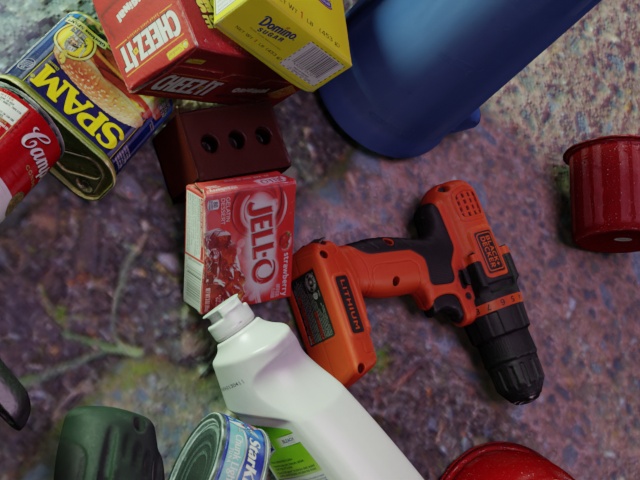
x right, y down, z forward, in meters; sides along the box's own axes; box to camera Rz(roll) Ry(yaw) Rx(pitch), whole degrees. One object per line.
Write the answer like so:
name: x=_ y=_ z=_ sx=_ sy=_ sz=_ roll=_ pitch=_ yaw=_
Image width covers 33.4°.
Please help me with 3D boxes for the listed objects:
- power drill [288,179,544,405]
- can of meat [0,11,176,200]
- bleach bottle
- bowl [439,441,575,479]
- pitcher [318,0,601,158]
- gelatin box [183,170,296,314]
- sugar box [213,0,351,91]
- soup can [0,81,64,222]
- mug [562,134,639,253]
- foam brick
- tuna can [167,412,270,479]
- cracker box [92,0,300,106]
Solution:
power drill: x=0.074 y=0.053 z=0.801 sx=0.187 sy=0.057 sz=0.184 roll=-13 pitch=75 yaw=-36
can of meat: x=-0.159 y=-0.092 z=0.716 sx=0.102 sy=0.058 sz=0.083 roll=42 pitch=54 yaw=-12
bleach bottle: x=0.010 y=0.143 z=0.700 sx=0.068 sy=0.103 sz=0.251 roll=-37 pitch=94 yaw=-40
bowl: x=0.158 y=0.226 z=0.787 sx=0.161 sy=0.055 sz=0.162 roll=11 pitch=67 yaw=-28
pitcher: x=0.097 y=-0.171 z=0.781 sx=0.149 sy=0.243 sz=0.145 roll=-21 pitch=81 yaw=-35
gelatin box: x=-0.055 y=0.001 z=0.732 sx=0.073 sy=0.030 sz=0.089 roll=-10 pitch=115 yaw=-33
sugar box: x=-0.029 y=-0.193 z=0.724 sx=0.093 sy=0.048 sz=0.176 roll=31 pitch=43 yaw=-41
soup can: x=-0.215 y=-0.040 z=0.656 sx=0.068 sy=0.069 sz=0.102 roll=41 pitch=58 yaw=-11
mug: x=0.263 y=-0.034 z=0.933 sx=0.117 sy=0.093 sz=0.081 roll=32 pitch=56 yaw=-61
foam brick: x=-0.070 y=-0.063 z=0.760 sx=0.078 sy=0.051 sz=0.053 roll=-14 pitch=80 yaw=-34
tuna can: x=-0.067 y=0.151 z=0.663 sx=0.033 sy=0.086 sz=0.086 roll=28 pitch=61 yaw=-18
cracker box: x=-0.098 y=-0.202 z=0.745 sx=0.163 sy=0.072 sz=0.214 roll=-5 pitch=69 yaw=-58
